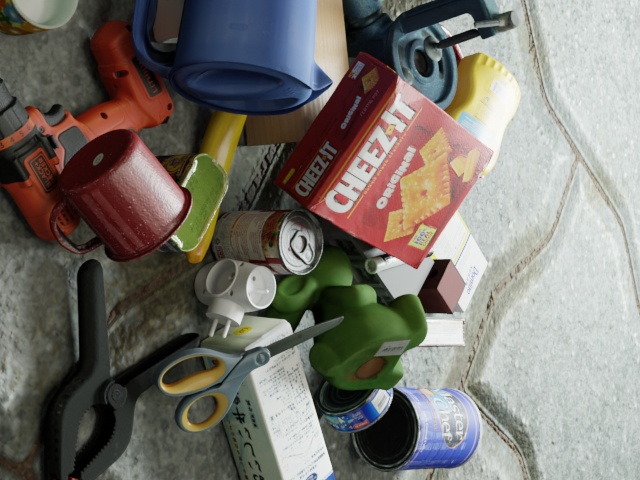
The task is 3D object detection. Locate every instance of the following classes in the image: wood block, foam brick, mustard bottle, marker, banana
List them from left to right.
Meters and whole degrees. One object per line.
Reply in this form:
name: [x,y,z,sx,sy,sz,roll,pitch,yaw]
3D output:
banana: [-0.110,-0.071,1.090,0.037,0.070,0.198,17,83,-9]
wood block: [-0.032,-0.210,1.159,0.090,0.090,0.206,-14,100,-48]
marker: [0.096,0.020,1.263,0.120,0.020,0.020,-13,100,-49]
foam brick: [0.136,0.058,1.364,0.051,0.078,0.053,54,50,-34]
mustard bottle: [0.190,-0.137,1.352,0.096,0.058,0.191,39,61,-32]

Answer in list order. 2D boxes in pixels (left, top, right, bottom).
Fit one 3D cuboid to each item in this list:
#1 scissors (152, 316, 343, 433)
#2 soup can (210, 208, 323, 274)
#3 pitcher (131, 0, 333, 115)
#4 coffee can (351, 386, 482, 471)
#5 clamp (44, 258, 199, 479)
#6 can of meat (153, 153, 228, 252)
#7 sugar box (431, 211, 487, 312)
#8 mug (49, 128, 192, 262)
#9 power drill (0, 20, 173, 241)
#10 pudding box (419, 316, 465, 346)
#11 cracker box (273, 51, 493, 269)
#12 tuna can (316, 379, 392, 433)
scissors: [-0.068,0.135,1.063,0.201,0.016,0.096,-8,110,-24]
soup can: [-0.057,0.001,1.119,0.068,0.102,0.068,0,90,-49]
pitcher: [-0.072,-0.248,0.995,0.149,0.145,0.243,22,69,-52]
coffee can: [0.121,0.233,1.326,0.140,0.103,0.103,11,81,-49]
clamp: [-0.207,0.133,0.996,0.164,0.036,0.209,50,55,-37]
can of meat: [-0.147,-0.036,1.030,0.057,0.084,0.102,46,57,-39]
sugar box: [0.156,0.005,1.412,0.093,0.048,0.176,-59,134,-31]
mug: [-0.181,-0.035,0.922,0.117,0.093,0.081,-34,124,2]
power drill: [-0.229,-0.121,0.957,0.187,0.057,0.184,-47,128,-35]
pudding box: [0.113,0.114,1.327,0.113,0.090,0.039,3,87,-50]
cracker box: [0.076,-0.078,1.146,0.213,0.072,0.164,28,98,-49]
tuna can: [0.039,0.181,1.244,0.086,0.086,0.033,-56,127,-33]
